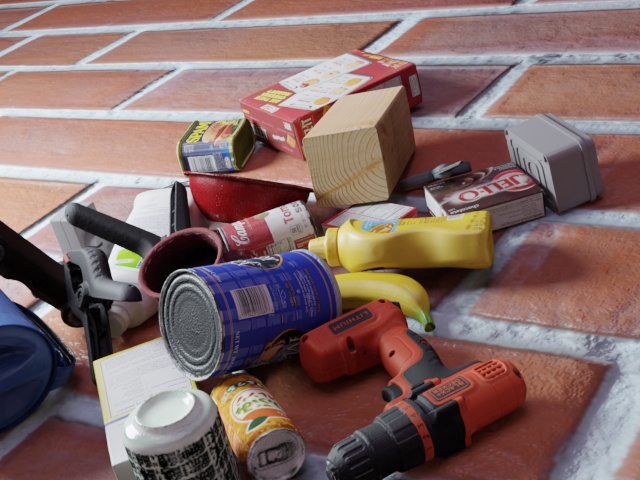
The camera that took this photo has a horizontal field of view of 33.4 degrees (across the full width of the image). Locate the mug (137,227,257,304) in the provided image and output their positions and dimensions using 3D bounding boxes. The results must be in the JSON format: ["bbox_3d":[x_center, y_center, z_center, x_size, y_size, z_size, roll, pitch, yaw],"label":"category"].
[{"bbox_3d":[-0.113,0.043,1.074,0.117,0.081,0.093,-21,41,8],"label":"mug"}]

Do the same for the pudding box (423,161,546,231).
[{"bbox_3d":[0.183,-0.044,1.196,0.113,0.039,0.090,-18,27,-6],"label":"pudding box"}]

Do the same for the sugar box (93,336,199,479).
[{"bbox_3d":[-0.154,0.157,0.989,0.093,0.048,0.176,-19,31,-7],"label":"sugar box"}]

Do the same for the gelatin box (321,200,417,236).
[{"bbox_3d":[0.058,-0.015,1.219,0.073,0.030,0.089,-33,31,-33],"label":"gelatin box"}]

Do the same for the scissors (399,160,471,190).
[{"bbox_3d":[0.154,-0.082,1.222,0.096,0.016,0.202,-16,0,-20],"label":"scissors"}]

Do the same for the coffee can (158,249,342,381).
[{"bbox_3d":[-0.065,0.068,0.999,0.140,0.103,0.103,-9,18,-40],"label":"coffee can"}]

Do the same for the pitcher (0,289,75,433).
[{"bbox_3d":[-0.372,0.084,1.099,0.145,0.149,0.243,-37,48,-15],"label":"pitcher"}]

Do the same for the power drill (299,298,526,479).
[{"bbox_3d":[0.055,0.128,0.920,0.184,0.057,0.188,-22,30,-20],"label":"power drill"}]

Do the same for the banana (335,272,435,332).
[{"bbox_3d":[0.029,0.059,1.084,0.198,0.037,0.069,-1,28,26],"label":"banana"}]

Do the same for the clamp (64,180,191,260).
[{"bbox_3d":[-0.161,0.006,1.196,0.210,0.036,0.164,39,38,21],"label":"clamp"}]

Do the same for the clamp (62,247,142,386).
[{"bbox_3d":[-0.228,0.054,1.104,0.039,0.120,0.171,8,37,-39],"label":"clamp"}]

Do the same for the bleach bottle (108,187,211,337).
[{"bbox_3d":[-0.208,0.027,1.247,0.103,0.068,0.250,-6,31,18],"label":"bleach bottle"}]

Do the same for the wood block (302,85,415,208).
[{"bbox_3d":[0.053,-0.119,1.318,0.091,0.090,0.206,-7,19,16],"label":"wood block"}]

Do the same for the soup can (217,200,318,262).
[{"bbox_3d":[-0.058,0.001,1.208,0.102,0.068,0.068,-20,27,-10],"label":"soup can"}]

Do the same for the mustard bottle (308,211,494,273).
[{"bbox_3d":[0.082,0.003,1.112,0.192,0.058,0.096,-3,10,13],"label":"mustard bottle"}]

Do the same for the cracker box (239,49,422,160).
[{"bbox_3d":[0.016,-0.200,1.549,0.213,0.072,0.164,-28,29,-21],"label":"cracker box"}]

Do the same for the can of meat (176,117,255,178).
[{"bbox_3d":[-0.148,-0.135,1.528,0.084,0.057,0.102,-3,30,17],"label":"can of meat"}]

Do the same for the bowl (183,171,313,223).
[{"bbox_3d":[-0.088,-0.045,1.281,0.162,0.055,0.162,8,0,0],"label":"bowl"}]
